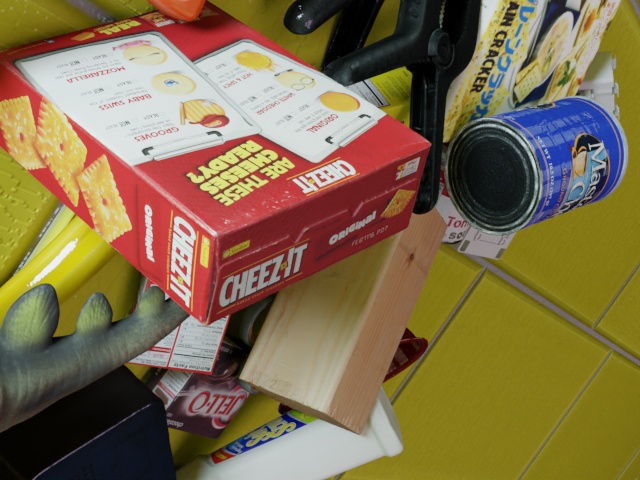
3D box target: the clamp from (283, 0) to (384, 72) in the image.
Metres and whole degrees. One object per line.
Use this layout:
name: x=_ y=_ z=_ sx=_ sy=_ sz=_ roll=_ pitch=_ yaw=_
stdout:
clamp: x=0.040 y=-0.198 z=0.810 sx=0.171 sy=0.039 sz=0.120 roll=-50 pitch=166 yaw=-7

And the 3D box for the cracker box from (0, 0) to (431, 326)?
cracker box: x=-0.070 y=-0.058 z=0.634 sx=0.163 sy=0.214 sz=0.072 roll=-25 pitch=139 yaw=-37

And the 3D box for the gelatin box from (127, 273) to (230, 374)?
gelatin box: x=-0.112 y=0.061 z=0.848 sx=0.073 sy=0.030 sz=0.089 roll=9 pitch=119 yaw=-20

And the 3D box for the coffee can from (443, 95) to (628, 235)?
coffee can: x=0.193 y=-0.069 z=0.953 sx=0.140 sy=0.103 sz=0.103 roll=-18 pitch=135 yaw=-42

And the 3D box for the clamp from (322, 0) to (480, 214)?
clamp: x=0.075 y=-0.147 z=0.819 sx=0.164 sy=0.036 sz=0.210 roll=42 pitch=63 yaw=-48

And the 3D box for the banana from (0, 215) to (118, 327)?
banana: x=-0.172 y=0.009 z=0.727 sx=0.198 sy=0.037 sz=0.069 roll=-45 pitch=167 yaw=4

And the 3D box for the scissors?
scissors: x=-0.018 y=0.050 z=0.972 sx=0.201 sy=0.016 sz=0.096 roll=-54 pitch=146 yaw=-32

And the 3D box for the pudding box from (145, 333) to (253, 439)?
pudding box: x=-0.102 y=0.125 z=0.947 sx=0.090 sy=0.039 sz=0.113 roll=-54 pitch=149 yaw=1

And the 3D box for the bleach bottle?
bleach bottle: x=-0.050 y=0.208 z=0.998 sx=0.251 sy=0.068 sz=0.102 roll=-26 pitch=-171 yaw=5

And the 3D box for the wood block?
wood block: x=0.024 y=0.052 z=0.934 sx=0.206 sy=0.090 sz=0.090 roll=-66 pitch=150 yaw=-13
